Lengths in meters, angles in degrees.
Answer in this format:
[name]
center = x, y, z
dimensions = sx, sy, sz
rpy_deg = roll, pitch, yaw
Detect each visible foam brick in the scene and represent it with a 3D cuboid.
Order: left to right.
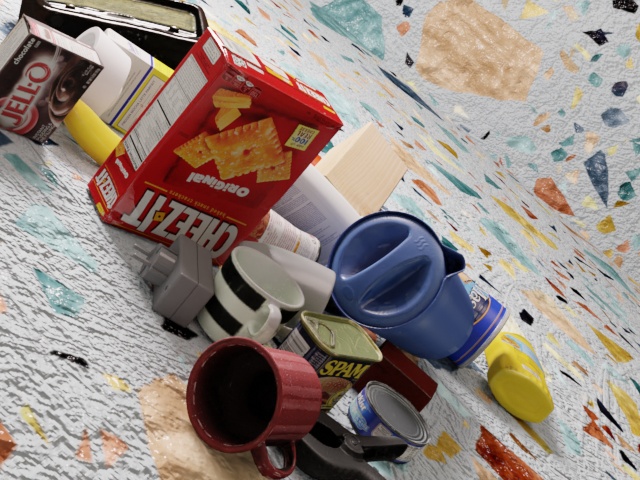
[foam brick]
center = 0.080, 0.156, 1.155
dimensions = 0.078, 0.053, 0.051
rpy_deg = 42, 17, 4

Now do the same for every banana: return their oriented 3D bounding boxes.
[banana]
center = -0.205, -0.098, 1.168
dimensions = 0.197, 0.069, 0.037
rpy_deg = 18, -11, -36

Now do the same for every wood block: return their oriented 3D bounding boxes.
[wood block]
center = 0.035, -0.071, 1.450
dimensions = 0.091, 0.090, 0.205
rpy_deg = 52, 31, -9

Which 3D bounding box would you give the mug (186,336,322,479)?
[mug]
center = -0.047, 0.140, 0.883
dimensions = 0.081, 0.093, 0.117
rpy_deg = 19, 46, -60

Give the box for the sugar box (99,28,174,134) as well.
[sugar box]
center = -0.207, -0.167, 1.280
dimensions = 0.176, 0.093, 0.048
rpy_deg = 34, 18, -22

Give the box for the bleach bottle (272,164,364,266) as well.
[bleach bottle]
center = -0.046, -0.071, 1.270
dimensions = 0.250, 0.103, 0.068
rpy_deg = 50, 22, -26

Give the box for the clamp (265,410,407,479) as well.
[clamp]
center = 0.026, 0.202, 0.956
dimensions = 0.171, 0.039, 0.120
rpy_deg = 23, 19, -29

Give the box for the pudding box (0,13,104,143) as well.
[pudding box]
center = -0.285, -0.158, 1.060
dimensions = 0.089, 0.114, 0.039
rpy_deg = 20, 29, -47

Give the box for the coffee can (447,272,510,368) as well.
[coffee can]
center = 0.166, 0.087, 1.420
dimensions = 0.140, 0.103, 0.102
rpy_deg = 40, 17, 0

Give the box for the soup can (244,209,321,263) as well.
[soup can]
center = -0.058, 0.001, 1.220
dimensions = 0.102, 0.069, 0.068
rpy_deg = 33, 19, -24

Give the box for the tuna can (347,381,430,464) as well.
[tuna can]
center = 0.070, 0.186, 1.090
dimensions = 0.086, 0.034, 0.086
rpy_deg = 36, 18, -14

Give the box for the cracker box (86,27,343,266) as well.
[cracker box]
center = -0.106, -0.087, 1.088
dimensions = 0.164, 0.214, 0.072
rpy_deg = 24, 25, -41

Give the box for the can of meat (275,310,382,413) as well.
[can of meat]
center = -0.004, 0.119, 1.015
dimensions = 0.101, 0.084, 0.057
rpy_deg = 16, 30, -53

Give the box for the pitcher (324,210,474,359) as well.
[pitcher]
center = 0.095, 0.065, 1.245
dimensions = 0.149, 0.145, 0.242
rpy_deg = 37, -3, 26

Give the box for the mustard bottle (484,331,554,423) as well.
[mustard bottle]
center = 0.273, 0.177, 1.498
dimensions = 0.096, 0.058, 0.191
rpy_deg = 37, 18, -7
